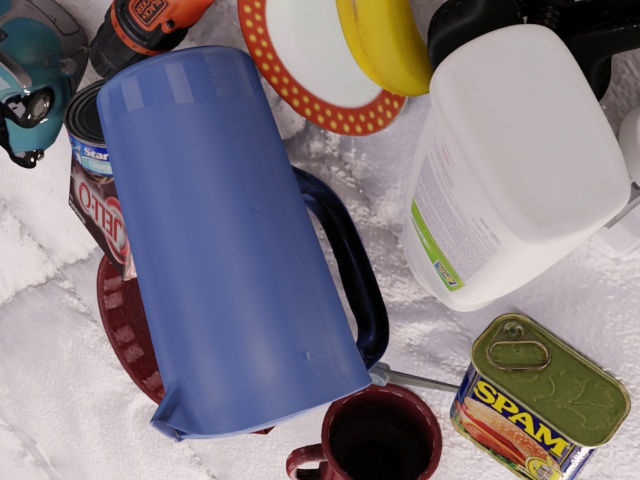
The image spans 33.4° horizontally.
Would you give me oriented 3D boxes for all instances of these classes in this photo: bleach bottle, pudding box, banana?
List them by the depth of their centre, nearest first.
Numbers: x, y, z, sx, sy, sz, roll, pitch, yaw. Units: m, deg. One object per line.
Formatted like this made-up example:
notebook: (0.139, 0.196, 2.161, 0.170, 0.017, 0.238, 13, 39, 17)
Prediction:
banana: (0.034, -0.149, 0.547, 0.037, 0.069, 0.198, 23, 139, 38)
bleach bottle: (0.082, -0.019, 0.580, 0.102, 0.068, 0.251, 64, 170, 9)
pudding box: (-0.162, -0.037, 0.853, 0.114, 0.039, 0.090, 48, 137, 39)

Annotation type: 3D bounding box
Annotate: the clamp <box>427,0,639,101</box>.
clamp: (0.115, -0.101, 0.508, 0.164, 0.036, 0.210, 22, 157, 5)

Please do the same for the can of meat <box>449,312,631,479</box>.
can of meat: (0.139, 0.110, 0.698, 0.102, 0.057, 0.084, 36, 147, 18)

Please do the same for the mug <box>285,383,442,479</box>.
mug: (0.031, 0.171, 0.833, 0.081, 0.117, 0.093, 101, 159, -55)

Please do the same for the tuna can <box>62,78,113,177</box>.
tuna can: (-0.144, -0.085, 0.788, 0.086, 0.086, 0.034, 26, 142, 28)

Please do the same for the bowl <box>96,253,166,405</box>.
bowl: (-0.125, 0.068, 0.929, 0.162, 0.055, 0.162, 25, 127, 37)

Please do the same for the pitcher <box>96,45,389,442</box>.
pitcher: (-0.055, 0.001, 0.703, 0.145, 0.149, 0.243, -18, 86, 11)

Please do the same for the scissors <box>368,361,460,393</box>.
scissors: (0.031, 0.104, 0.798, 0.202, 0.016, 0.096, 18, 151, 3)

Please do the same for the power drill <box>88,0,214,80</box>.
power drill: (-0.149, -0.207, 0.702, 0.187, 0.057, 0.185, 50, 142, -8)
